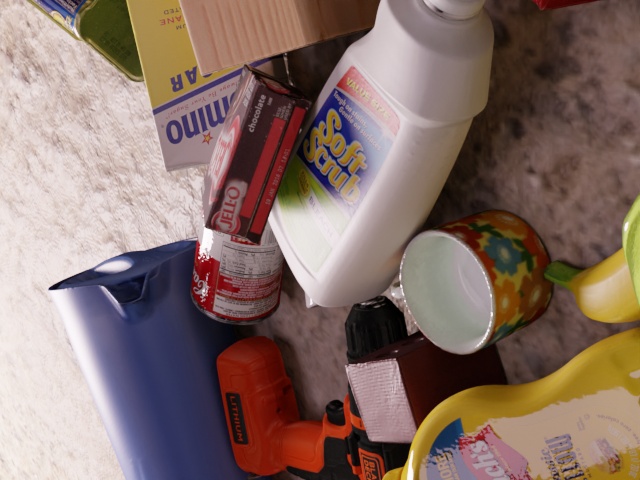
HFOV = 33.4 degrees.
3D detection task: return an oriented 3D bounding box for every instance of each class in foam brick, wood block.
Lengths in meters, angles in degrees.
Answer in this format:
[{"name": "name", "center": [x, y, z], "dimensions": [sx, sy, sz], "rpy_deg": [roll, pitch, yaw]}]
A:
[{"name": "foam brick", "center": [0.064, 0.084, 0.645], "dimensions": [0.053, 0.078, 0.051], "rpy_deg": [-15, 94, 54]}, {"name": "wood block", "center": [-0.042, -0.212, 0.620], "dimensions": [0.091, 0.090, 0.206], "rpy_deg": [-8, 102, 38]}]

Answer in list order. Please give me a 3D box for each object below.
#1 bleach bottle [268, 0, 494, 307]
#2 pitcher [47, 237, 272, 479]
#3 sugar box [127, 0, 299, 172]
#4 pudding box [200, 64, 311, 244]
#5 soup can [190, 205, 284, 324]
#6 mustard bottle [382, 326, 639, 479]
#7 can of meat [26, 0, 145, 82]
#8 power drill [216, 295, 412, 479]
[{"name": "bleach bottle", "center": [0.033, -0.064, 0.588], "dimensions": [0.102, 0.068, 0.251], "rpy_deg": [65, 154, 25]}, {"name": "pitcher", "center": [-0.119, 0.124, 0.872], "dimensions": [0.145, 0.149, 0.243], "rpy_deg": [-11, 100, 38]}, {"name": "sugar box", "center": [-0.077, -0.141, 0.721], "dimensions": [0.093, 0.048, 0.176], "rpy_deg": [-10, 97, 13]}, {"name": "pudding box", "center": [-0.042, -0.056, 0.650], "dimensions": [0.113, 0.039, 0.090], "rpy_deg": [-112, 43, -76]}, {"name": "soup can", "center": [-0.055, 0.001, 0.769], "dimensions": [0.069, 0.068, 0.102], "rpy_deg": [41, 135, 34]}, {"name": "mustard bottle", "center": [0.105, 0.120, 0.561], "dimensions": [0.192, 0.058, 0.096], "rpy_deg": [-25, 89, 27]}, {"name": "can of meat", "center": [-0.170, -0.176, 0.821], "dimensions": [0.084, 0.102, 0.057], "rpy_deg": [39, 90, 32]}, {"name": "power drill", "center": [0.003, 0.119, 0.755], "dimensions": [0.188, 0.057, 0.184], "rpy_deg": [8, 111, 51]}]
